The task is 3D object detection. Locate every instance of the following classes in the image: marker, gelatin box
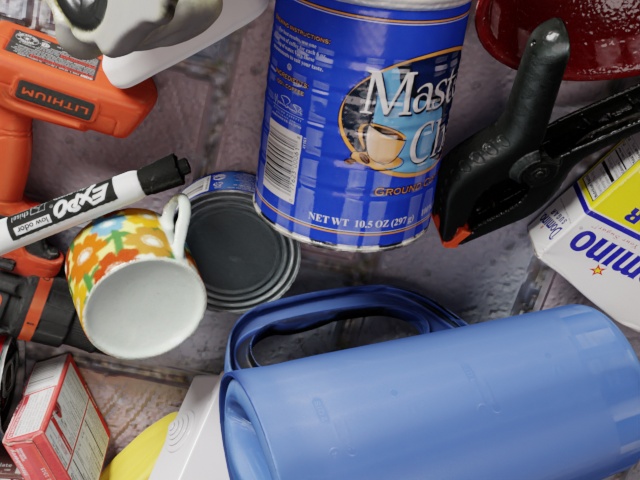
[{"bbox_3d":[-0.129,-0.020,0.594,0.121,0.020,0.020,-21,117,4],"label":"marker"},{"bbox_3d":[-0.170,0.129,0.696,0.030,0.089,0.073,-16,117,8],"label":"gelatin box"}]

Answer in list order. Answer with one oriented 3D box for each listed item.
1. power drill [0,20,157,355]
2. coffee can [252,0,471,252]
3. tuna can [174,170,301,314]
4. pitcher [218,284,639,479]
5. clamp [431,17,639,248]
[{"bbox_3d":[-0.162,-0.021,0.633,0.184,0.057,0.188,19,116,-17],"label":"power drill"},{"bbox_3d":[0.021,-0.079,0.576,0.102,0.103,0.140,6,118,-3],"label":"coffee can"},{"bbox_3d":[-0.054,0.001,0.658,0.086,0.033,0.086,0,118,0],"label":"tuna can"},{"bbox_3d":[0.064,0.106,0.639,0.242,0.145,0.149,-13,107,-18],"label":"pitcher"},{"bbox_3d":[0.130,-0.053,0.609,0.120,0.039,0.172,10,143,-24],"label":"clamp"}]
